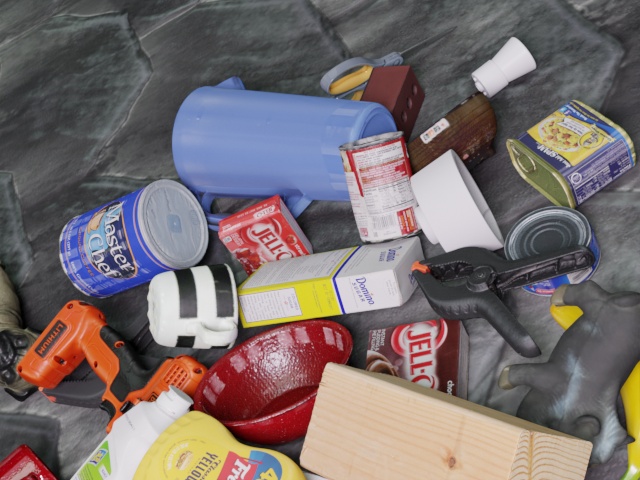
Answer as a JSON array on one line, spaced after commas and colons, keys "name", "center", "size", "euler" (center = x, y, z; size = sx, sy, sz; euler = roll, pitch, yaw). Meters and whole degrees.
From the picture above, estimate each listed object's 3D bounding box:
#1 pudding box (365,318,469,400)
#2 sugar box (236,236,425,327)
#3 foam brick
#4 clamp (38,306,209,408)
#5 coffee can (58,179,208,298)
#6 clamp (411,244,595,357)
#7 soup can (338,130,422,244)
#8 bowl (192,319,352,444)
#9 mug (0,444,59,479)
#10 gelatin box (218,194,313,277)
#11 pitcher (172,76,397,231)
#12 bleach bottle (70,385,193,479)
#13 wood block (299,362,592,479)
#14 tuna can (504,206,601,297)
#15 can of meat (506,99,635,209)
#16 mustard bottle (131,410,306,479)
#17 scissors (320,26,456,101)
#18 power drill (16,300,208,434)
[{"name": "pudding box", "center": [0.087, 0.127, 0.972], "size": [0.090, 0.039, 0.113], "euler": [-12, 46, 22]}, {"name": "sugar box", "center": [0.011, 0.043, 1.072], "size": [0.176, 0.048, 0.093], "euler": [-7, 18, 24]}, {"name": "foam brick", "center": [0.081, -0.157, 1.235], "size": [0.051, 0.053, 0.078], "euler": [-1, 52, 32]}, {"name": "clamp", "center": [-0.205, 0.132, 1.154], "size": [0.210, 0.036, 0.165], "euler": [-29, 43, 3]}, {"name": "coffee can", "center": [-0.213, 0.000, 1.212], "size": [0.141, 0.102, 0.102], "euler": [-19, 42, 35]}, {"name": "clamp", "center": [0.151, 0.050, 0.958], "size": [0.172, 0.039, 0.120], "euler": [-1, 41, 40]}, {"name": "soup can", "center": [0.063, -0.053, 1.081], "size": [0.068, 0.102, 0.068], "euler": [-14, 9, 2]}, {"name": "bowl", "center": [-0.036, 0.142, 1.003], "size": [0.162, 0.055, 0.162], "euler": [-21, 22, 9]}, {"name": "mug", "center": [-0.297, 0.253, 1.045], "size": [0.081, 0.117, 0.093], "euler": [-42, 80, -17]}, {"name": "gelatin box", "center": [-0.058, 0.001, 1.144], "size": [0.073, 0.089, 0.030], "euler": [-22, 42, 12]}, {"name": "pitcher", "center": [-0.041, -0.096, 1.208], "size": [0.243, 0.149, 0.144], "euler": [7, 30, 33]}, {"name": "bleach bottle", "center": [-0.198, 0.245, 0.973], "size": [0.251, 0.068, 0.103], "euler": [-54, 34, 0]}, {"name": "wood block", "center": [0.090, 0.166, 0.824], "size": [0.206, 0.090, 0.091], "euler": [13, 86, 49]}, {"name": "tuna can", "center": [0.218, 0.009, 1.005], "size": [0.086, 0.033, 0.086], "euler": [-18, 44, 17]}, {"name": "can of meat", "center": [0.249, -0.086, 1.059], "size": [0.084, 0.057, 0.102], "euler": [-35, 42, -5]}, {"name": "mustard bottle", "center": [-0.064, 0.211, 0.866], "size": [0.192, 0.058, 0.096], "euler": [18, 58, 40]}, {"name": "scissors", "center": [0.078, -0.202, 1.295], "size": [0.201, 0.096, 0.016], "euler": [-22, 60, -33]}, {"name": "power drill", "center": [-0.224, 0.162, 1.089], "size": [0.188, 0.057, 0.184], "euler": [34, 81, 28]}]
